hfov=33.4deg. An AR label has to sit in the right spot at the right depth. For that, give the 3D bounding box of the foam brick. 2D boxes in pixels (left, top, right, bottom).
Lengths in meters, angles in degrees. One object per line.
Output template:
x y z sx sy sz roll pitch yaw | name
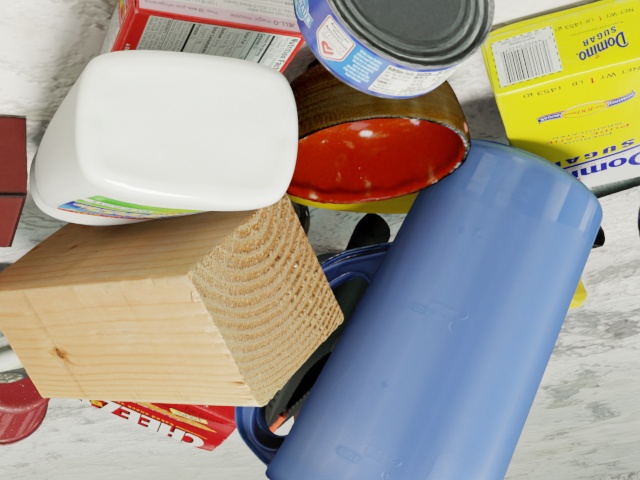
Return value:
-0.203 -0.034 0.628 0.051 0.053 0.078 1 158 -22 | foam brick

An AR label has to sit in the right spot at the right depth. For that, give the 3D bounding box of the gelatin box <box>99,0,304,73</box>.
-0.060 -0.100 0.535 0.089 0.030 0.073 3 156 -23 | gelatin box

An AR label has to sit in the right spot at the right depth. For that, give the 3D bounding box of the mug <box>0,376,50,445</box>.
-0.299 0.126 0.985 0.117 0.093 0.082 35 143 -6 | mug

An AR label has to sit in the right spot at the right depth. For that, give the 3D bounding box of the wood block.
-0.102 0.038 0.651 0.207 0.091 0.090 -6 -152 42 | wood block

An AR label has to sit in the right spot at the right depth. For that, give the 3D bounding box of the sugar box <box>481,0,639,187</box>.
0.157 -0.079 0.643 0.093 0.048 0.176 -13 157 14 | sugar box

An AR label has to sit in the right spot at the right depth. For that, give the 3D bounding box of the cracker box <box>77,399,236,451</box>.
-0.139 0.104 0.865 0.164 0.072 0.214 24 160 -4 | cracker box

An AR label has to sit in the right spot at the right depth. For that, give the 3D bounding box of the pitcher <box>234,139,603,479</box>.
0.066 0.062 0.649 0.149 0.243 0.145 29 171 -25 | pitcher

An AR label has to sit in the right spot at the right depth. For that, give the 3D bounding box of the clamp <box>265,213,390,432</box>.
0.012 0.063 0.821 0.210 0.036 0.164 -48 156 6 | clamp

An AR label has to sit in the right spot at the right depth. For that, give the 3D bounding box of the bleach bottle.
-0.099 -0.040 0.573 0.102 0.068 0.251 4 174 -19 | bleach bottle

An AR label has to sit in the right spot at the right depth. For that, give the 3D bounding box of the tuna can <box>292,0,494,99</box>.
0.032 -0.106 0.471 0.086 0.086 0.034 2 159 -24 | tuna can
